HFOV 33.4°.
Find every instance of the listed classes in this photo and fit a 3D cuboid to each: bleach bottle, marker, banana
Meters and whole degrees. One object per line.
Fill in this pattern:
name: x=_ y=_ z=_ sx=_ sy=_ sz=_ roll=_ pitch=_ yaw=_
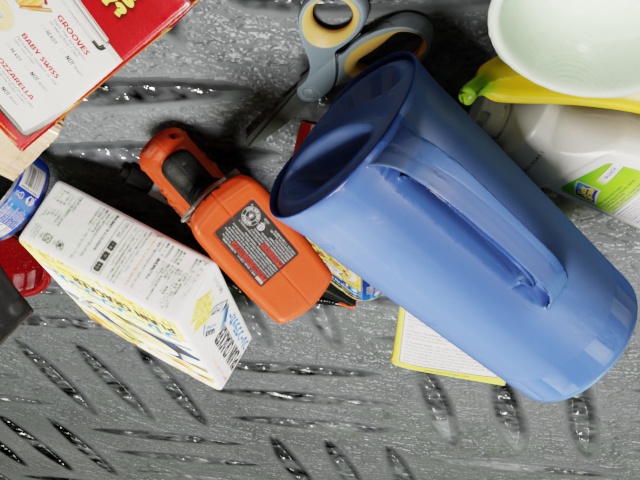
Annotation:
bleach bottle: x=0.223 y=-0.052 z=0.720 sx=0.250 sy=0.068 sz=0.103 roll=19 pitch=147 yaw=-7
marker: x=-0.117 y=-0.033 z=0.916 sx=0.121 sy=0.020 sz=0.020 roll=27 pitch=147 yaw=-24
banana: x=0.181 y=-0.092 z=0.661 sx=0.198 sy=0.069 sz=0.037 roll=4 pitch=136 yaw=-1

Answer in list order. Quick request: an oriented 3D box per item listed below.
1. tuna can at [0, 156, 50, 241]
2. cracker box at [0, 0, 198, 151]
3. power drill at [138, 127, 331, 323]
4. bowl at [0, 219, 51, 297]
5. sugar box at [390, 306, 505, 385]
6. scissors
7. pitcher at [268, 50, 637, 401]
tuna can: x=-0.267 y=-0.042 z=0.891 sx=0.086 sy=0.086 sz=0.033 roll=-11 pitch=144 yaw=34
cracker box: x=-0.165 y=-0.165 z=0.614 sx=0.164 sy=0.072 sz=0.214 roll=49 pitch=138 yaw=-13
power drill: x=-0.055 y=0.001 z=0.797 sx=0.184 sy=0.057 sz=0.188 roll=48 pitch=174 yaw=-20
bowl: x=-0.324 y=-0.008 z=0.999 sx=0.162 sy=0.055 sz=0.162 roll=9 pitch=150 yaw=5
sugar box: x=0.110 y=0.020 z=0.816 sx=0.093 sy=0.048 sz=0.176 roll=9 pitch=114 yaw=7
scissors: x=-0.014 y=-0.120 z=0.736 sx=0.202 sy=0.016 sz=0.096 roll=-18 pitch=137 yaw=41
pitcher: x=0.098 y=0.002 z=0.696 sx=0.242 sy=0.149 sz=0.145 roll=39 pitch=128 yaw=-20
